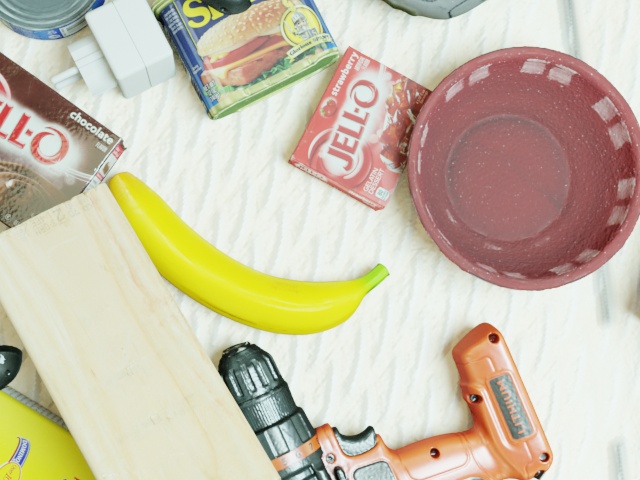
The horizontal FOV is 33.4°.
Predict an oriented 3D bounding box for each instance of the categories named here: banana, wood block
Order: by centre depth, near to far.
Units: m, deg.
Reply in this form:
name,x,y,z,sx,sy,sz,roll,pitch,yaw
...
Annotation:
name,x,y,z,sx,sy,sz,roll,pitch,yaw
wood block,-0.116,0.083,0.642,0.090,0.091,0.206,-29,74,-15
banana,-0.056,0.018,0.711,0.197,0.037,0.069,21,66,-5

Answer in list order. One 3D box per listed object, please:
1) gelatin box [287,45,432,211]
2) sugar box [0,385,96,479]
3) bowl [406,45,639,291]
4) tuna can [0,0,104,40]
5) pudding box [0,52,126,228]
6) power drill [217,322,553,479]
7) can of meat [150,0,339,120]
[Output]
name,x,y,z,sx,sy,sz,roll,pitch,yaw
gelatin box,0.030,-0.075,0.726,0.073,0.030,0.089,28,84,-3
sugar box,-0.158,0.176,0.685,0.176,0.048,0.093,31,84,-2
bowl,0.134,-0.046,0.721,0.162,0.055,0.162,0,86,-5
tuna can,-0.185,-0.178,0.710,0.086,0.034,0.086,0,86,-5
pudding box,-0.198,-0.060,0.699,0.113,0.039,0.090,35,85,-2
power drill,0.043,0.125,0.702,0.187,0.057,0.184,-24,92,-4
can of meat,-0.048,-0.138,0.710,0.102,0.057,0.084,-27,91,-7
